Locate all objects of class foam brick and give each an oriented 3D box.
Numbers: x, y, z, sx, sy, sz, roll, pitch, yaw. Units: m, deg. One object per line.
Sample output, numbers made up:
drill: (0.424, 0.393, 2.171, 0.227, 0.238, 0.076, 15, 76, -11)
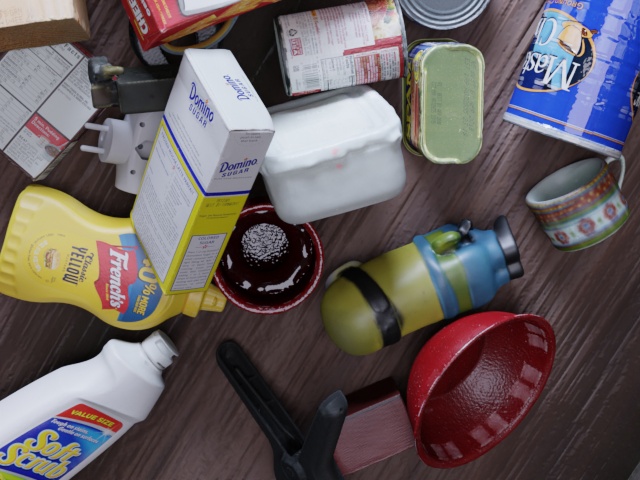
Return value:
foam brick: (0.042, 0.166, 0.960, 0.078, 0.053, 0.051, -23, 102, 2)

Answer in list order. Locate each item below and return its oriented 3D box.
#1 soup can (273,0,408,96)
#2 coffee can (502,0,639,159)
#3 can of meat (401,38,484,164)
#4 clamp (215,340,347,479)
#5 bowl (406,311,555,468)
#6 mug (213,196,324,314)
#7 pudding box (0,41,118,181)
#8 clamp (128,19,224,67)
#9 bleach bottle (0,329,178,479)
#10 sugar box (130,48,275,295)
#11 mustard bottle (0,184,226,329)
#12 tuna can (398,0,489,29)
soup can: (0.017, -0.160, 0.883, 0.102, 0.068, 0.068, -10, 102, -2)
coffee can: (0.223, -0.149, 0.882, 0.102, 0.103, 0.140, 18, 100, -8)
can of meat: (0.102, -0.116, 0.890, 0.057, 0.084, 0.102, -2, 102, -4)
clamp: (-0.021, 0.186, 0.942, 0.036, 0.165, 0.210, -32, 127, -29)
bowl: (0.129, 0.119, 0.932, 0.161, 0.055, 0.162, -23, 133, -27)
mug: (-0.056, 0.001, 0.904, 0.117, 0.081, 0.093, 35, 97, -10)
pudding box: (-0.233, -0.119, 0.889, 0.090, 0.039, 0.113, 42, 93, -8)
clamp: (-0.131, -0.202, 0.879, 0.120, 0.039, 0.171, 4, 101, -4)
bleach bottle: (-0.235, 0.159, 0.928, 0.251, 0.068, 0.102, -38, 123, 2)
sugar box: (-0.094, -0.050, 0.821, 0.048, 0.093, 0.176, -4, 139, -35)
mustard bottle: (-0.173, 0.025, 0.912, 0.191, 0.058, 0.096, 18, 102, -8)
tuna can: (0.101, -0.220, 0.894, 0.086, 0.034, 0.086, -1, 102, -4)
